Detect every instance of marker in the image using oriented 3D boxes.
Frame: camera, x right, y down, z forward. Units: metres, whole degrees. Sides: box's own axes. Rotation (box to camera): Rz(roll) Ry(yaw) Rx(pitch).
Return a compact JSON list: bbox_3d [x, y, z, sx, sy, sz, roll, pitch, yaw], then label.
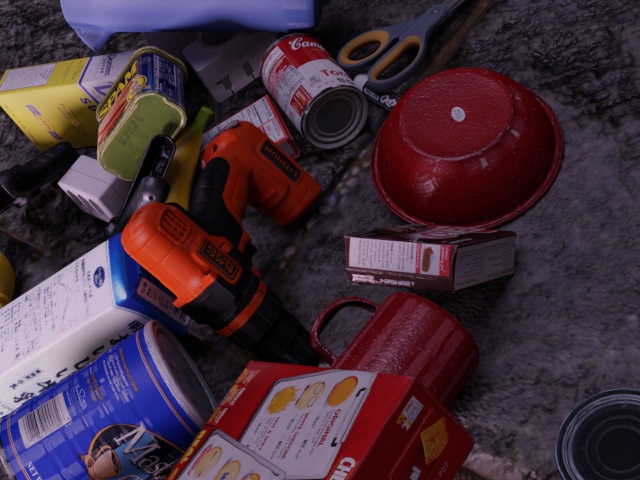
[{"bbox_3d":[0.071,-0.121,0.963,0.020,0.020,0.121,-42,46,-9],"label":"marker"}]

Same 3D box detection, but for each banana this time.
[{"bbox_3d":[-0.131,-0.025,0.964,0.070,0.037,0.198,-39,44,56],"label":"banana"}]

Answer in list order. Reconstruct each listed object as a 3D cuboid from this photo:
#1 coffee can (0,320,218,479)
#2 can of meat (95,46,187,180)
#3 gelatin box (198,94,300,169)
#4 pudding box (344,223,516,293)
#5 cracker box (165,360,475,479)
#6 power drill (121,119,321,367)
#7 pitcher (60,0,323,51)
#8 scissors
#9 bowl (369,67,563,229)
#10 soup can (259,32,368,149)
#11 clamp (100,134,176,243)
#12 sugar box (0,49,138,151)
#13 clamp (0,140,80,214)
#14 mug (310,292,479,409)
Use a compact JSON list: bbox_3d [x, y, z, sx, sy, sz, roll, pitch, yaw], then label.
[{"bbox_3d":[-0.159,0.141,0.815,0.140,0.102,0.103,-33,45,1],"label":"coffee can"},{"bbox_3d":[-0.167,-0.116,0.997,0.102,0.057,0.084,-49,30,26],"label":"can of meat"},{"bbox_3d":[-0.070,-0.087,1.006,0.089,0.030,0.073,-30,44,5],"label":"gelatin box"},{"bbox_3d":[0.083,0.011,0.789,0.090,0.113,0.039,4,99,31],"label":"pudding box"},{"bbox_3d":[-0.022,0.165,0.685,0.164,0.072,0.214,-54,22,-21],"label":"cracker box"},{"bbox_3d":[-0.056,0.001,0.857,0.057,0.184,0.187,-36,21,33],"label":"power drill"},{"bbox_3d":[-0.118,-0.269,1.011,0.243,0.149,0.145,3,55,3],"label":"pitcher"},{"bbox_3d":[0.090,-0.211,1.016,0.096,0.016,0.201,14,54,34],"label":"scissors"},{"bbox_3d":[0.114,-0.087,0.869,0.162,0.055,0.162,-8,57,13],"label":"bowl"},{"bbox_3d":[-0.007,-0.138,0.985,0.068,0.068,0.102,-34,46,-1],"label":"soup can"},{"bbox_3d":[-0.168,-0.005,0.924,0.120,0.039,0.171,-102,36,-76],"label":"clamp"},{"bbox_3d":[-0.237,-0.141,1.097,0.176,0.093,0.048,-1,54,28],"label":"sugar box"},{"bbox_3d":[-0.288,-0.054,1.024,0.165,0.036,0.209,-28,12,36],"label":"clamp"},{"bbox_3d":[0.048,0.084,0.751,0.117,0.093,0.081,35,67,12],"label":"mug"}]
